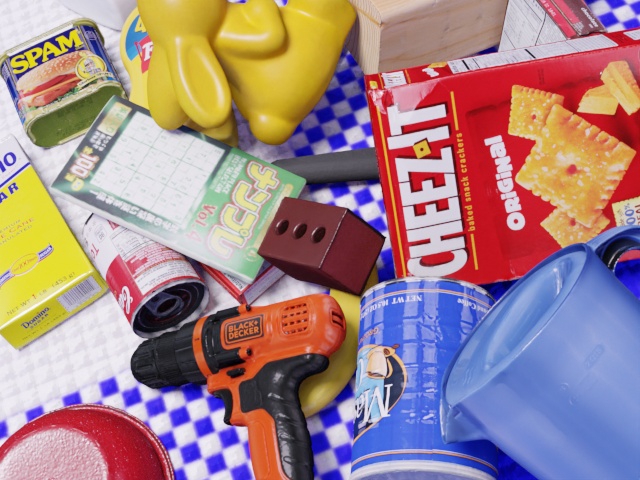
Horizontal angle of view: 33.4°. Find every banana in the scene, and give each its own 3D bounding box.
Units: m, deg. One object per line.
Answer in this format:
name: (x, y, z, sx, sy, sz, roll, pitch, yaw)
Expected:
banana: (0.008, 0.062, 0.831, 0.070, 0.037, 0.197, 16, 65, 18)

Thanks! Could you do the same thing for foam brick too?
foam brick: (0.000, 0.003, 0.814, 0.078, 0.051, 0.053, 11, 72, 49)

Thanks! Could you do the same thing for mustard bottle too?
mustard bottle: (-0.130, -0.162, 0.953, 0.096, 0.058, 0.191, -10, 68, 5)

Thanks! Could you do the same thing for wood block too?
wood block: (0.121, -0.221, 0.917, 0.206, 0.090, 0.091, -22, 58, -14)

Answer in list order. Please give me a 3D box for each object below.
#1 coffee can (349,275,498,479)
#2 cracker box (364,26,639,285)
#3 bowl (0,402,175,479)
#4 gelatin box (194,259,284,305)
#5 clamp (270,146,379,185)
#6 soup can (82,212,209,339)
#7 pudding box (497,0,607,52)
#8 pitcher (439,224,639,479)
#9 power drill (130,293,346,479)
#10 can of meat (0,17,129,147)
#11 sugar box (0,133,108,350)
coffee can: (0.075, 0.110, 0.755, 0.103, 0.103, 0.140, 0, 61, 10)
cracker box: (0.150, -0.058, 0.800, 0.214, 0.164, 0.072, -9, 17, 4)
bowl: (-0.191, 0.188, 0.787, 0.162, 0.055, 0.162, -4, 61, 8)
gelatin box: (-0.056, 0.001, 0.880, 0.089, 0.030, 0.073, -42, 64, -13)
clamp: (0.071, -0.071, 0.893, 0.210, 0.036, 0.164, 33, 70, 24)
soup can: (-0.142, 0.020, 0.863, 0.068, 0.068, 0.102, -31, 60, -8)
pudding box: (0.187, -0.159, 0.877, 0.039, 0.113, 0.090, -19, 59, -14)
pitcher: (0.209, 0.118, 0.665, 0.243, 0.149, 0.144, 41, 44, -3)
power drill: (-0.063, 0.139, 0.774, 0.185, 0.057, 0.187, -17, 63, 27)
can of meat: (-0.234, -0.142, 0.976, 0.102, 0.057, 0.084, -26, 63, -4)
sugar box: (-0.262, -0.003, 0.910, 0.093, 0.048, 0.176, -33, 62, -9)
